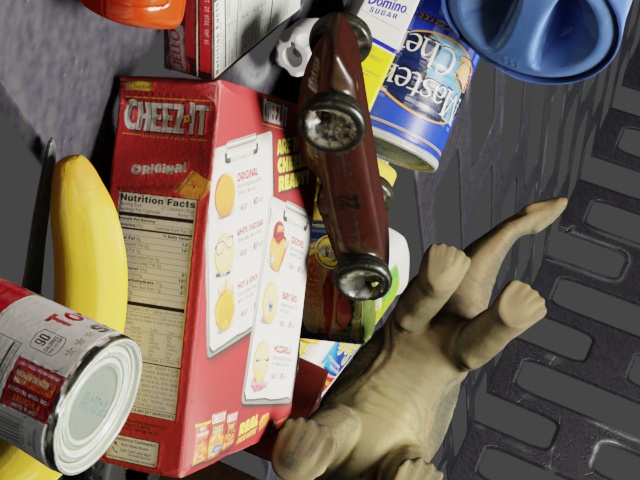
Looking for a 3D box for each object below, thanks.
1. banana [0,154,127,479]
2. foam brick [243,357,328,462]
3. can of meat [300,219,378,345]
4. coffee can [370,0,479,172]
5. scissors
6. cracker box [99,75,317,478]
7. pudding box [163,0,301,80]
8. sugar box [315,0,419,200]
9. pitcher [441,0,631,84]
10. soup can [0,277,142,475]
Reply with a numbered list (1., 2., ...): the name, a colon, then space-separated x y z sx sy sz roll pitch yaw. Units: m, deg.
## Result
1. banana: -0.135 0.057 0.547 0.069 0.037 0.198 18 94 -47
2. foam brick: -0.032 0.142 0.902 0.053 0.051 0.078 102 11 -46
3. can of meat: 0.001 0.032 0.866 0.057 0.084 0.102 -31 124 -69
4. coffee can: 0.075 -0.141 0.895 0.140 0.103 0.102 -68 162 -3
5. scissors: -0.150 0.044 0.583 0.096 0.016 0.202 1 111 -68
6. cracker box: -0.066 0.018 0.642 0.164 0.072 0.214 0 96 -70
7. pudding box: -0.048 -0.157 0.619 0.113 0.039 0.090 -48 154 -44
8. sugar box: 0.018 -0.117 0.797 0.176 0.048 0.093 -63 -169 -8
9. pitcher: 0.200 -0.251 0.807 0.242 0.149 0.145 -63 154 -26
10. soup can: -0.141 0.055 0.482 0.068 0.102 0.068 -55 158 -36
